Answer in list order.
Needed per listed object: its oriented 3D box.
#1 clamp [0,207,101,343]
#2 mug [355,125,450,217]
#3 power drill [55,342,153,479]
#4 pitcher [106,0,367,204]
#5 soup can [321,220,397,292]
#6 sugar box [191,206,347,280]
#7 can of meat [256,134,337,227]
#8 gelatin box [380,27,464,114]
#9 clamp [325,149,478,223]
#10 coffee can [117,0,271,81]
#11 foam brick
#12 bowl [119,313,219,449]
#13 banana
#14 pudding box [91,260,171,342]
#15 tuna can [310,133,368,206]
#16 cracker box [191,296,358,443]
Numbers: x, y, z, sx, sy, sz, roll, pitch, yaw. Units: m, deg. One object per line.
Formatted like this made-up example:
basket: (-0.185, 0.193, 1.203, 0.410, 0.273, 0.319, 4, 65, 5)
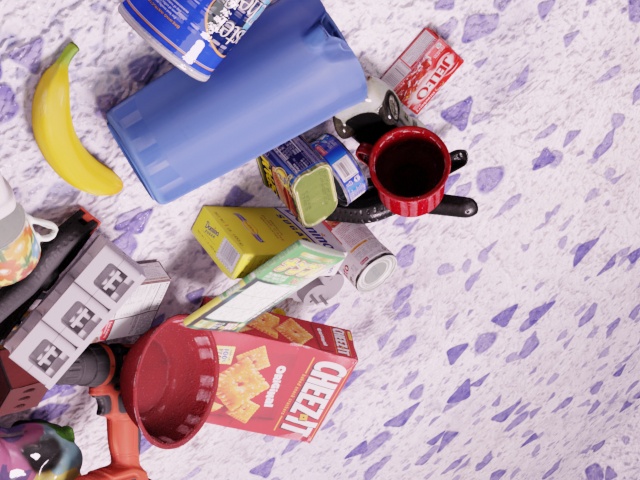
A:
clamp: (-0.295, 0.040, 1.104, 0.171, 0.039, 0.120, -48, -175, -27)
mug: (0.094, -0.080, 1.245, 0.093, 0.117, 0.081, -64, 167, -12)
power drill: (-0.259, 0.215, 1.272, 0.184, 0.057, 0.187, 4, 88, -58)
pitcher: (-0.086, -0.138, 1.072, 0.242, 0.145, 0.149, -32, 135, -8)
soup can: (0.045, 0.011, 1.396, 0.068, 0.102, 0.068, -27, 146, -21)
sugar box: (-0.058, 0.001, 1.285, 0.175, 0.093, 0.048, -4, 133, -45)
can of meat: (-0.027, -0.075, 1.234, 0.057, 0.084, 0.102, -33, 147, -13)
gelatin box: (0.123, -0.204, 1.287, 0.089, 0.030, 0.073, -48, 147, 11)
clamp: (0.098, -0.062, 1.354, 0.210, 0.164, 0.036, -8, 117, 15)
coffee can: (-0.098, -0.229, 0.956, 0.140, 0.103, 0.102, -48, 147, 11)
foam brick: (-0.340, 0.155, 1.193, 0.052, 0.051, 0.078, -13, 156, -36)
bowl: (-0.189, 0.165, 1.275, 0.161, 0.055, 0.162, -14, 106, -58)
banana: (-0.238, -0.097, 1.030, 0.069, 0.037, 0.198, -29, 146, -17)
pudding box: (-0.238, 0.072, 1.233, 0.113, 0.039, 0.090, -9, 136, -44)
tuna can: (0.019, -0.085, 1.268, 0.033, 0.086, 0.086, -37, 148, -10)
cracker box: (-0.081, 0.176, 1.412, 0.213, 0.072, 0.164, 16, 122, -20)
